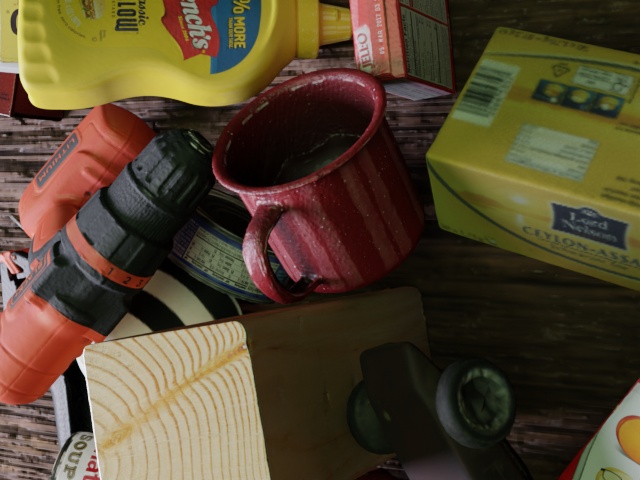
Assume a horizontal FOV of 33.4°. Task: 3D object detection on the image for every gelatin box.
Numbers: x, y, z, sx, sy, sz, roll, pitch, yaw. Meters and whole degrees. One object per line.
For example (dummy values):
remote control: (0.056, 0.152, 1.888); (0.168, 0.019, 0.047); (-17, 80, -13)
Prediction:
gelatin box: (0.044, -0.118, 0.582); (0.030, 0.089, 0.073); (-6, 89, 26)

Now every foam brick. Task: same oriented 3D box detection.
foam brick: (-0.220, -0.114, 0.734); (0.078, 0.051, 0.053); (14, 99, 25)

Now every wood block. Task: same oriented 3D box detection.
wood block: (-0.019, 0.080, 0.556); (0.091, 0.205, 0.090); (-11, 87, 26)

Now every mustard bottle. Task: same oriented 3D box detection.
mustard bottle: (-0.077, -0.127, 0.629); (0.191, 0.058, 0.096); (-1, 74, -5)

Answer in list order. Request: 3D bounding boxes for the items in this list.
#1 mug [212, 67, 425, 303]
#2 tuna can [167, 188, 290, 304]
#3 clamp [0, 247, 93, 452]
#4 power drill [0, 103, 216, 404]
mug: (-0.001, -0.019, 0.537); (0.093, 0.117, 0.081); (1, 137, 33)
tuna can: (-0.054, 0.001, 0.637); (0.086, 0.086, 0.034); (35, 104, 21)
clamp: (-0.155, 0.074, 0.717); (0.120, 0.039, 0.171); (-27, 87, 18)
power drill: (-0.130, -0.016, 0.624); (0.057, 0.188, 0.184); (38, 105, -22)
